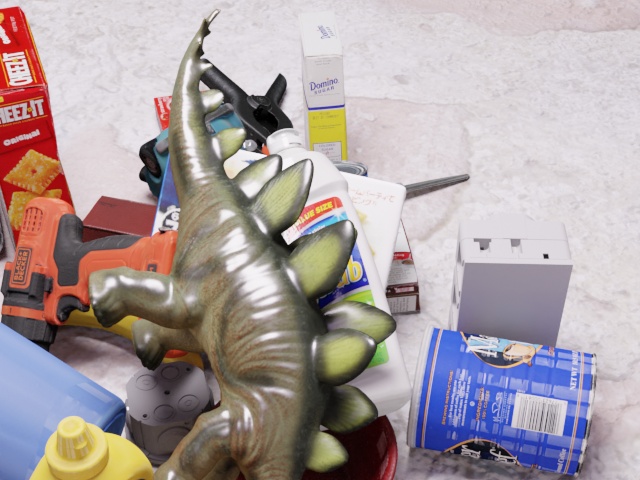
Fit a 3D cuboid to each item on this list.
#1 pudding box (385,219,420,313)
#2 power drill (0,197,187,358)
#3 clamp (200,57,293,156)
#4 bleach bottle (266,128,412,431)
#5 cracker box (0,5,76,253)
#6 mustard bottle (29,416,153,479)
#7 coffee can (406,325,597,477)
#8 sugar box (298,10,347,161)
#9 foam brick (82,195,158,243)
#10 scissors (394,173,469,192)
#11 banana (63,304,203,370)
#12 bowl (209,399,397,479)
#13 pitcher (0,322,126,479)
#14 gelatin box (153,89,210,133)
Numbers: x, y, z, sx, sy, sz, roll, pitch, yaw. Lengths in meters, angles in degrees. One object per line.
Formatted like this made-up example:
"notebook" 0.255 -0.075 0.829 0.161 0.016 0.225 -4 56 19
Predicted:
"pudding box" 0.046 0.024 1.055 0.090 0.039 0.113 -7 39 -4
"power drill" -0.198 0.055 0.921 0.188 0.057 0.184 3 82 27
"clamp" -0.069 -0.155 1.256 0.120 0.039 0.171 -5 48 -30
"bleach bottle" -0.007 0.024 0.872 0.102 0.068 0.251 -12 68 -13
"cracker box" -0.298 -0.101 1.068 0.072 0.214 0.164 -14 43 -16
"mustard bottle" -0.160 0.190 0.747 0.096 0.192 0.058 -29 49 -29
"coffee can" 0.148 0.132 0.880 0.140 0.103 0.102 9 42 10
"sugar box" 0.004 -0.146 1.146 0.048 0.176 0.093 -4 41 -4
"foam brick" -0.195 -0.005 1.082 0.078 0.051 0.053 11 41 13
"scissors" 0.077 -0.048 1.134 0.201 0.016 0.096 -8 16 -9
"banana" -0.193 0.081 0.997 0.198 0.037 0.069 10 59 14
"bowl" -0.019 0.183 0.858 0.162 0.055 0.162 0 41 0
"pitcher" -0.287 0.126 0.842 0.243 0.145 0.149 28 87 6
"gelatin box" -0.153 -0.139 1.252 0.073 0.030 0.089 -10 42 -11
